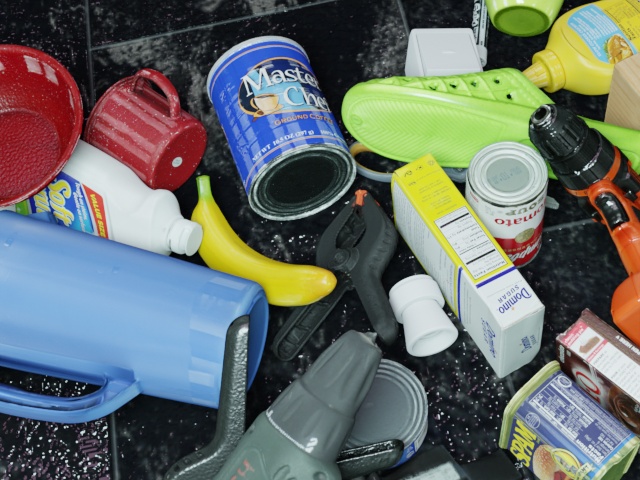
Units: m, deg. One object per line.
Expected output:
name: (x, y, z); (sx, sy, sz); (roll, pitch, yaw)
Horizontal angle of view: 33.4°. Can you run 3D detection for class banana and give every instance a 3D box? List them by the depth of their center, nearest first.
banana: (-0.061, 0.015, 0.933); (0.037, 0.070, 0.198); (-18, 40, -37)

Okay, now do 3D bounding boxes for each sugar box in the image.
sugar box: (0.121, 0.020, 0.894); (0.048, 0.093, 0.176); (-29, 59, -10)

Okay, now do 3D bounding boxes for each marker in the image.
marker: (0.164, -0.227, 1.088); (0.020, 0.020, 0.121); (4, 59, 10)

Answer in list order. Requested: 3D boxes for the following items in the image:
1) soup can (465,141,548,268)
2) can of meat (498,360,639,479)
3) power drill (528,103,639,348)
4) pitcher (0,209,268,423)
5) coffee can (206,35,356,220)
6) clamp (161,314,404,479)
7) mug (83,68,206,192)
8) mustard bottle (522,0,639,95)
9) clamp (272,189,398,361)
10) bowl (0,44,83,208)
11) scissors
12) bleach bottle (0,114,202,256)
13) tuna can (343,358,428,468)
soup can: (0.158, -0.029, 0.914); (0.068, 0.102, 0.068); (-3, 57, 5)
can of meat: (0.185, 0.151, 0.798); (0.057, 0.102, 0.084); (-39, 63, -17)
power drill: (0.237, -0.007, 0.835); (0.057, 0.184, 0.187); (-35, 41, 26)
pitcher: (-0.175, 0.071, 0.885); (0.243, 0.145, 0.149); (12, 98, 12)
coffee can: (-0.038, -0.104, 0.989); (0.102, 0.103, 0.140); (-19, 58, -5)
clamp: (-0.064, 0.171, 0.811); (0.210, 0.036, 0.164); (-43, 93, 3)
mug: (-0.159, -0.105, 1.003); (0.081, 0.117, 0.093); (34, 38, 20)
mustard bottle: (0.279, -0.190, 1.025); (0.191, 0.058, 0.096); (-25, 59, -8)
clamp: (0.033, 0.029, 0.914); (0.120, 0.039, 0.171); (0, 56, 35)
bowl: (-0.278, -0.088, 0.930); (0.162, 0.055, 0.162); (-2, 67, 5)
scissors: (0.127, -0.081, 1.003); (0.202, 0.016, 0.096); (8, 59, 12)
bleach bottle: (-0.220, -0.048, 0.980); (0.251, 0.103, 0.068); (20, 26, 20)
tuna can: (0.044, 0.141, 0.862); (0.086, 0.034, 0.086); (-4, 58, 6)
